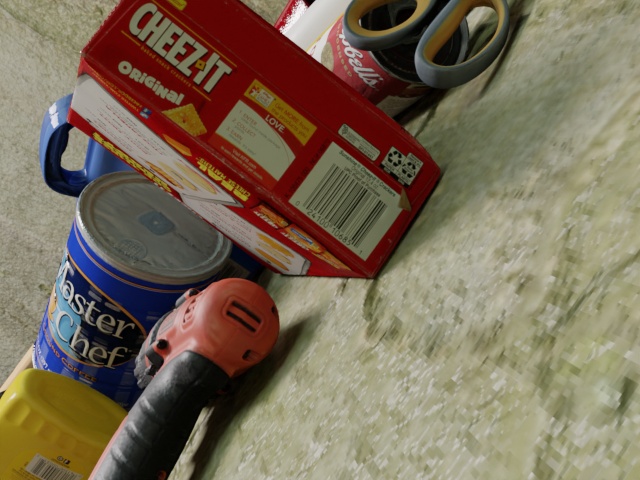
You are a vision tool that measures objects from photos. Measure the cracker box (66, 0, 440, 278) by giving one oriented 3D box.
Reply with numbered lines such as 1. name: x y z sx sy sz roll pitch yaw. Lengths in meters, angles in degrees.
1. cracker box: -0.048 -0.054 0.569 0.072 0.164 0.214 -55 11 -9

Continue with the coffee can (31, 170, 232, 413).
1. coffee can: -0.130 0.038 0.722 0.102 0.103 0.140 -70 5 -54

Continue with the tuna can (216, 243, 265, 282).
1. tuna can: -0.055 0.001 0.775 0.086 0.033 0.086 -52 11 14

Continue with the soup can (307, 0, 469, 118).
1. soup can: 0.034 -0.109 0.635 0.068 0.068 0.102 -59 12 -22

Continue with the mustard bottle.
1. mustard bottle: -0.204 0.177 0.708 0.192 0.096 0.058 -51 21 19

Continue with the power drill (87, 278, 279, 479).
1. power drill: -0.103 0.113 0.580 0.187 0.057 0.185 -61 9 -25

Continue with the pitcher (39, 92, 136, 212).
1. pitcher: -0.158 -0.071 0.946 0.145 0.149 0.243 -61 5 -33

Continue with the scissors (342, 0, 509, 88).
1. scissors: 0.078 -0.154 0.583 0.016 0.096 0.201 78 -151 -47
